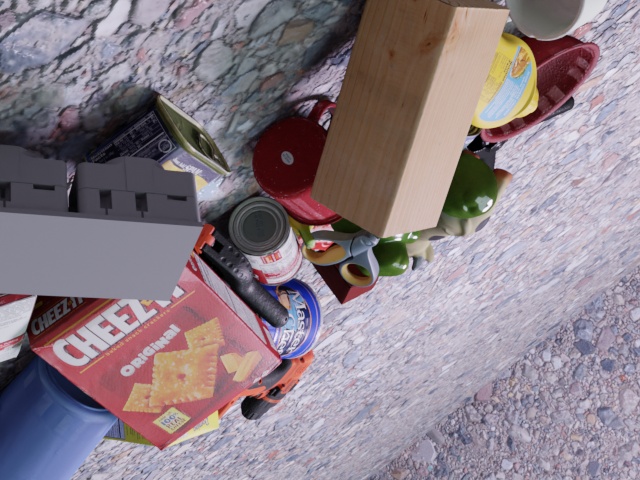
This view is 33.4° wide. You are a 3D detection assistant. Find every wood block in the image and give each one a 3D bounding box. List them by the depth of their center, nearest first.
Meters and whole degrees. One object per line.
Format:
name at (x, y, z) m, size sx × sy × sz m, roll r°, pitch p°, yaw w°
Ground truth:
wood block at (0.075, -0.117, 0.931) m, size 0.090 × 0.090 × 0.206 m, roll -11°, pitch 125°, yaw -49°

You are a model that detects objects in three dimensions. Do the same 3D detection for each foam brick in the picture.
foam brick at (0.031, 0.031, 1.343) m, size 0.052 × 0.078 × 0.051 m, roll -26°, pitch 157°, yaw -25°

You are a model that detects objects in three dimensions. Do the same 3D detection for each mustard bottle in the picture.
mustard bottle at (0.163, -0.163, 1.054) m, size 0.191 × 0.058 × 0.096 m, roll 19°, pitch 102°, yaw -49°

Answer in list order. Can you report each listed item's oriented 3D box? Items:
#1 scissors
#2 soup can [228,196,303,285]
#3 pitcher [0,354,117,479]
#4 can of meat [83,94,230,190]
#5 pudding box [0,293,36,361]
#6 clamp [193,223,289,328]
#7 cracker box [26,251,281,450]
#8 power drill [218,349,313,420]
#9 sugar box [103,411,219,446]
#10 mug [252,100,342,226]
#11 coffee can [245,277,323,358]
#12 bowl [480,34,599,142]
scissors at (0.058, 0.009, 1.092) m, size 0.202 × 0.096 × 0.016 m, roll -11°, pitch -136°, yaw 50°
soup can at (-0.057, 0.001, 1.143) m, size 0.068 × 0.068 × 0.102 m, roll -33°, pitch 160°, yaw -6°
pitcher at (-0.327, 0.219, 1.151) m, size 0.243 × 0.145 × 0.149 m, roll -48°, pitch 169°, yaw 23°
can of meat at (-0.135, -0.063, 0.882) m, size 0.084 × 0.057 × 0.102 m, roll -35°, pitch 160°, yaw 8°
pudding box at (-0.310, 0.077, 0.957) m, size 0.089 × 0.039 × 0.114 m, roll -18°, pitch 153°, yaw -36°
clamp at (-0.108, 0.032, 1.128) m, size 0.039 × 0.120 × 0.171 m, roll -63°, pitch 149°, yaw -24°
cracker box at (-0.161, 0.097, 1.058) m, size 0.164 × 0.072 × 0.213 m, roll -36°, pitch 133°, yaw 4°
power drill at (-0.115, 0.230, 1.609) m, size 0.187 × 0.057 × 0.185 m, roll -15°, pitch 149°, yaw -50°
sugar box at (-0.215, 0.208, 1.265) m, size 0.177 × 0.048 × 0.093 m, roll -5°, pitch -177°, yaw 40°
mug at (-0.009, -0.079, 1.022) m, size 0.117 × 0.093 × 0.081 m, roll -66°, pitch 155°, yaw -4°
coffee can at (-0.075, 0.095, 1.282) m, size 0.103 × 0.103 × 0.140 m, roll -43°, pitch 159°, yaw 22°
bowl at (0.232, -0.183, 1.200) m, size 0.162 × 0.055 × 0.162 m, roll -30°, pitch 160°, yaw -12°
